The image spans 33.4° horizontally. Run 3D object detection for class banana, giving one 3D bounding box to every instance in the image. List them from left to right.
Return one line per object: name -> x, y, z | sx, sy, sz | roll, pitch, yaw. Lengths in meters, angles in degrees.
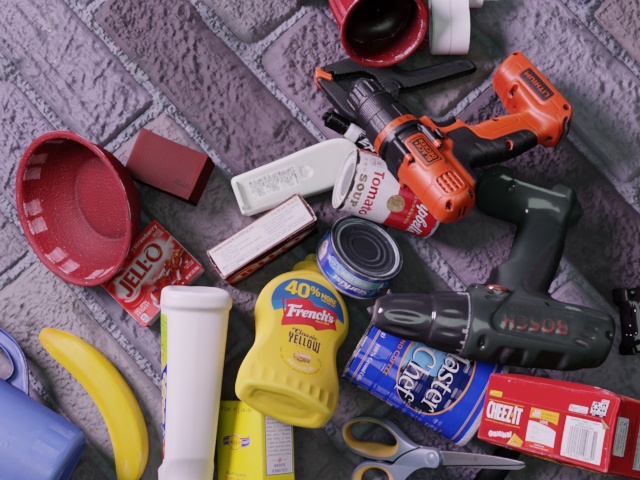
banana -> -0.225, 0.171, 1.101 | 0.069, 0.037, 0.198 | -24, 84, -2

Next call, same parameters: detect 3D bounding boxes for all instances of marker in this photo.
marker -> 0.055, -0.100, 1.119 | 0.121, 0.020, 0.020 | 30, 85, -11

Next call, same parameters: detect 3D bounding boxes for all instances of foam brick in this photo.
foam brick -> -0.158, -0.076, 1.119 | 0.078, 0.051, 0.053 | 24, 86, 4

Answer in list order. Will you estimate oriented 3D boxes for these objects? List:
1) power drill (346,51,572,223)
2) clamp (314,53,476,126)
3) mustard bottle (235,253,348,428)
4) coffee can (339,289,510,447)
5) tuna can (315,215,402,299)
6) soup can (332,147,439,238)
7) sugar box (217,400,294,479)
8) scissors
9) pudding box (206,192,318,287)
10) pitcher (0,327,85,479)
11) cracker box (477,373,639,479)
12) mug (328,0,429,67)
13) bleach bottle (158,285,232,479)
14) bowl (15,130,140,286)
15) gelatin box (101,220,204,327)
power drill -> 0.140, -0.120, 1.067 | 0.187, 0.057, 0.184 | -27, 65, -18
clamp -> 0.076, -0.142, 1.127 | 0.171, 0.039, 0.120 | 6, 75, 1
mustard bottle -> -0.020, 0.087, 1.059 | 0.096, 0.058, 0.191 | 22, 45, -11
coffee can -> 0.105, 0.127, 1.066 | 0.140, 0.103, 0.103 | 30, 85, 4
tuna can -> 0.040, 0.016, 1.089 | 0.086, 0.034, 0.086 | 17, 45, -19
soup can -> 0.071, -0.049, 1.090 | 0.102, 0.069, 0.068 | 17, 84, -13
sugar box -> -0.065, 0.247, 1.060 | 0.048, 0.094, 0.176 | 5, 81, -32
scissors -> 0.103, 0.230, 1.052 | 0.202, 0.016, 0.096 | 15, 101, 34
pudding box -> -0.057, 0.001, 1.089 | 0.113, 0.090, 0.039 | -35, 84, -3
pitcher -> -0.357, 0.172, 1.064 | 0.243, 0.145, 0.149 | 29, 111, 0
cracker box -> 0.281, 0.180, 0.984 | 0.213, 0.164, 0.072 | 16, 82, -30
mug -> 0.065, -0.235, 1.109 | 0.117, 0.081, 0.093 | 21, 121, -31
bleach bottle -> -0.130, 0.173, 1.059 | 0.068, 0.103, 0.251 | 3, 91, -12
bowl -> -0.237, -0.037, 1.092 | 0.162, 0.055, 0.162 | 11, 110, 31
gelatin box -> -0.178, 0.036, 1.118 | 0.073, 0.030, 0.089 | 44, 86, 5
